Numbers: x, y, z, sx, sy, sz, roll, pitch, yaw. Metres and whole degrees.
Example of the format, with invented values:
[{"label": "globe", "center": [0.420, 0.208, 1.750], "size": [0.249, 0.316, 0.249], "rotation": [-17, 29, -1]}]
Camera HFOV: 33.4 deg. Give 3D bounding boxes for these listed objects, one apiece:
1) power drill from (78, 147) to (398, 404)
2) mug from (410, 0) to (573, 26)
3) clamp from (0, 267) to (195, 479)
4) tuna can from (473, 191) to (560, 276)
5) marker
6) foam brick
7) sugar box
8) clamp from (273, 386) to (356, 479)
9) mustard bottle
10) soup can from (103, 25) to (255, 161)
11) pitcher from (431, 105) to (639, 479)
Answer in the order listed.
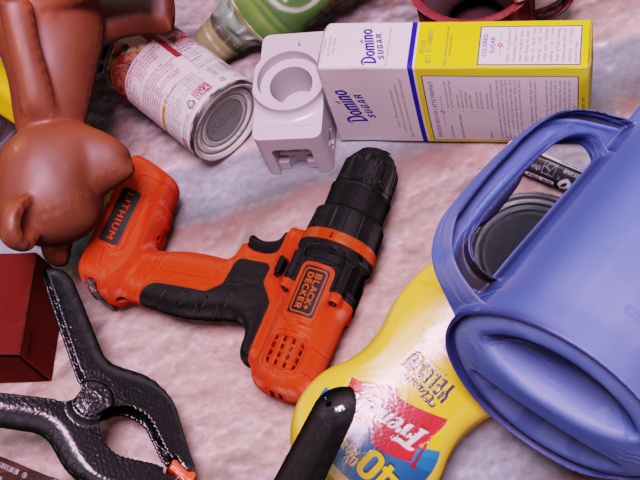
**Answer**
[{"label": "power drill", "center": [-0.055, 0.001, 0.724], "size": [0.188, 0.057, 0.184], "rotation": [16, 68, 20]}, {"label": "mug", "center": [0.122, -0.168, 0.754], "size": [0.117, 0.081, 0.093], "rotation": [-13, 62, 7]}, {"label": "clamp", "center": [-0.147, 0.096, 0.682], "size": [0.171, 0.039, 0.120], "rotation": [31, 67, -3]}, {"label": "tuna can", "center": [0.134, 0.013, 0.687], "size": [0.086, 0.033, 0.086], "rotation": [-6, 63, 11]}, {"label": "marker", "center": [0.178, -0.036, 0.710], "size": [0.121, 0.020, 0.020], "rotation": [26, 72, 23]}, {"label": "foam brick", "center": [-0.214, 0.053, 0.738], "size": [0.051, 0.053, 0.078], "rotation": [-3, 63, 12]}, {"label": "sugar box", "center": [0.093, -0.106, 0.723], "size": [0.176, 0.093, 0.048], "rotation": [5, 64, 15]}, {"label": "clamp", "center": [-0.027, 0.173, 0.596], "size": [0.210, 0.164, 0.036], "rotation": [-25, 27, 9]}, {"label": "mustard bottle", "center": [0.039, 0.109, 0.645], "size": [0.096, 0.058, 0.191], "rotation": [44, 80, 8]}, {"label": "soup can", "center": [-0.102, -0.113, 0.786], "size": [0.102, 0.068, 0.068], "rotation": [38, 77, 26]}, {"label": "pitcher", "center": [0.180, -0.002, 0.598], "size": [0.145, 0.149, 0.242], "rotation": [22, 60, 36]}]
